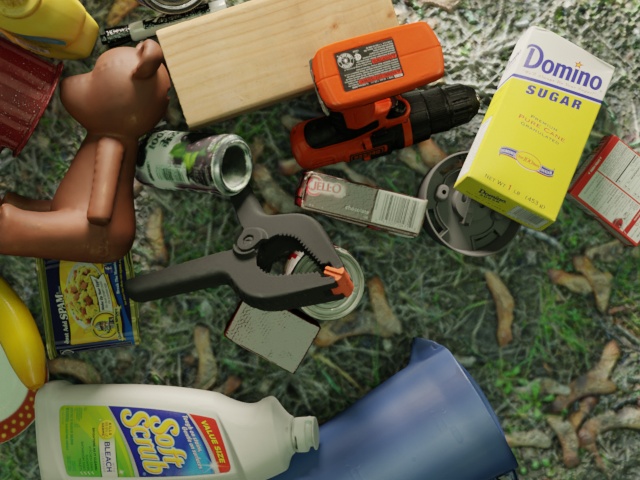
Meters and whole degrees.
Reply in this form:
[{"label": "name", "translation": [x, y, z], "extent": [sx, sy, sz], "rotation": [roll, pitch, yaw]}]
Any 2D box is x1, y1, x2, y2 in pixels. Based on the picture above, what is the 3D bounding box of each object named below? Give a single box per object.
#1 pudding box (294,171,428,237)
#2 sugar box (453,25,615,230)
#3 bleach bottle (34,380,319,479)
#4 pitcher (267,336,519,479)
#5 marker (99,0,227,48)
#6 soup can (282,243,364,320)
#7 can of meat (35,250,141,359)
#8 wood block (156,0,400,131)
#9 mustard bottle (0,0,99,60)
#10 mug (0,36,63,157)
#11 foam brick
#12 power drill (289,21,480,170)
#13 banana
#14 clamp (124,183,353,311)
[{"label": "pudding box", "translation": [0.035, -0.035, 0.988], "extent": [0.113, 0.090, 0.039], "rotation": [15, 93, -6]}, {"label": "sugar box", "translation": [0.201, -0.106, 0.994], "extent": [0.093, 0.048, 0.176], "rotation": [27, 73, -6]}, {"label": "bleach bottle", "translation": [-0.127, 0.171, 0.963], "extent": [0.251, 0.068, 0.102], "rotation": [-5, 89, 11]}, {"label": "pitcher", "translation": [0.056, 0.218, 0.983], "extent": [0.243, 0.149, 0.145], "rotation": [-32, 124, 1]}, {"label": "marker", "translation": [-0.146, -0.202, 0.998], "extent": [0.121, 0.020, 0.020], "rotation": [-15, 94, -4]}, {"label": "soup can", "translation": [0.002, 0.035, 0.982], "extent": [0.068, 0.102, 0.068], "rotation": [0, 93, -5]}, {"label": "can of meat", "translation": [-0.213, 0.053, 0.988], "extent": [0.084, 0.057, 0.102], "rotation": [-7, 94, -7]}, {"label": "wood block", "translation": [-0.036, -0.174, 0.974], "extent": [0.206, 0.091, 0.090], "rotation": [-19, 94, -4]}, {"label": "mustard bottle", "translation": [-0.246, -0.197, 0.903], "extent": [0.096, 0.192, 0.058], "rotation": [22, 90, -6]}, {"label": "mug", "translation": [-0.281, -0.119, 0.905], "extent": [0.081, 0.093, 0.117], "rotation": [27, 88, -22]}, {"label": "foam brick", "translation": [-0.046, 0.083, 1.006], "extent": [0.078, 0.051, 0.053], "rotation": [30, 91, -6]}, {"label": "power drill", "translation": [0.062, -0.124, 0.939], "extent": [0.184, 0.187, 0.057], "rotation": [-17, 76, -4]}, {"label": "banana", "translation": [-0.314, 0.058, 0.972], "extent": [0.198, 0.037, 0.069], "rotation": [32, 78, 11]}, {"label": "clamp", "translation": [-0.056, 0.001, 0.936], "extent": [0.210, 0.036, 0.164], "rotation": [10, 61, 32]}]
